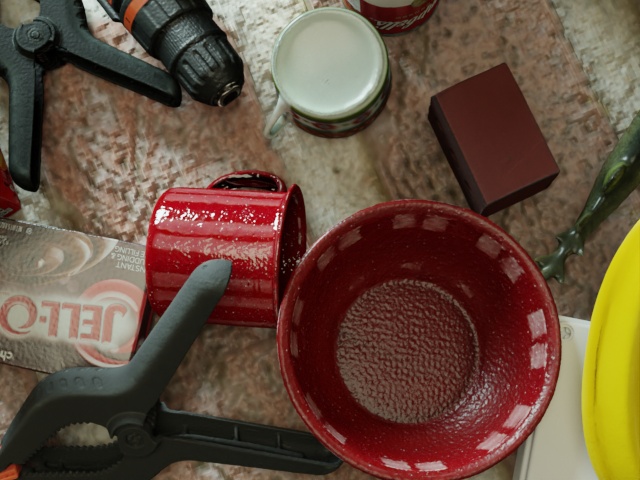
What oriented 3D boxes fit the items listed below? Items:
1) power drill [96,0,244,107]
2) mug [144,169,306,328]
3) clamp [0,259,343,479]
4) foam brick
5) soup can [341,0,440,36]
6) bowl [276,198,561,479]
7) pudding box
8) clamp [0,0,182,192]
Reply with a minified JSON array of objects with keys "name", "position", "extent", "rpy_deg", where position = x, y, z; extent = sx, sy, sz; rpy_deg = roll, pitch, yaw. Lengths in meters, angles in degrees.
[{"name":"power drill","position":[-0.089,-0.192,0.626],"extent":[0.057,0.188,0.184],"rpy_deg":[-29,72,-34]},{"name":"mug","position":[-0.054,0.001,0.651],"extent":[0.081,0.093,0.117],"rpy_deg":[4,52,9]},{"name":"clamp","position":[-0.099,0.111,0.637],"extent":[0.210,0.036,0.164],"rpy_deg":[-26,119,18]},{"name":"foam brick","position":[0.105,-0.060,0.659],"extent":[0.051,0.053,0.078],"rpy_deg":[-24,81,0]},{"name":"soup can","position":[0.043,-0.174,0.653],"extent":[0.068,0.102,0.068],"rpy_deg":[0,82,3]},{"name":"bowl","position":[0.054,0.060,0.621],"extent":[0.162,0.055,0.162],"rpy_deg":[1,76,-3]},{"name":"pudding box","position":[-0.162,0.039,0.671],"extent":[0.113,0.039,0.090],"rpy_deg":[11,84,5]},{"name":"clamp","position":[-0.185,-0.116,0.691],"extent":[0.120,0.039,0.171],"rpy_deg":[-40,76,-18]}]
